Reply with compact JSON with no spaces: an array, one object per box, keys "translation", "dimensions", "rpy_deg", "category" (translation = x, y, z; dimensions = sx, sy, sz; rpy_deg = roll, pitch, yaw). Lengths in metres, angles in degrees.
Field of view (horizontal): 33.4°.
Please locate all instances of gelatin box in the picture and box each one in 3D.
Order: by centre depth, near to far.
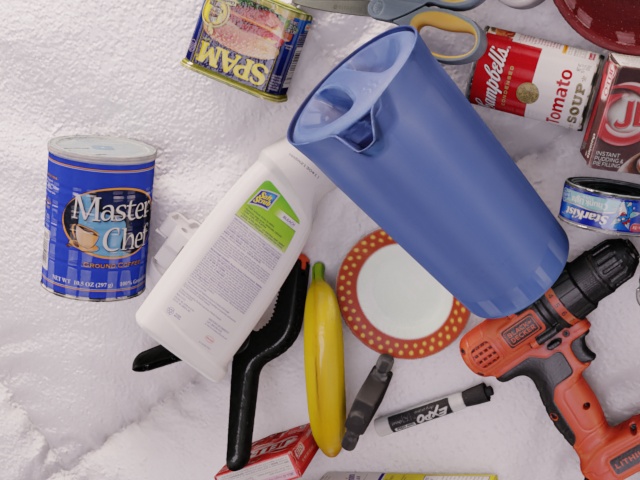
[{"translation":[-0.050,0.216,1.051],"dimensions":[0.089,0.073,0.030],"rpy_deg":[-22,96,20],"category":"gelatin box"}]

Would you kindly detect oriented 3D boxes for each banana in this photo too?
[{"translation":[0.007,0.124,1.015],"dimensions":[0.037,0.069,0.198],"rpy_deg":[1,102,12],"category":"banana"}]

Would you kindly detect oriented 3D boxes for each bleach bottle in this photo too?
[{"translation":[-0.056,0.001,0.980],"dimensions":[0.102,0.068,0.251],"rpy_deg":[39,88,-15],"category":"bleach bottle"}]

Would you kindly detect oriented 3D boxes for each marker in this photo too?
[{"translation":[0.108,0.161,1.018],"dimensions":[0.121,0.020,0.020],"rpy_deg":[-22,96,20],"category":"marker"}]

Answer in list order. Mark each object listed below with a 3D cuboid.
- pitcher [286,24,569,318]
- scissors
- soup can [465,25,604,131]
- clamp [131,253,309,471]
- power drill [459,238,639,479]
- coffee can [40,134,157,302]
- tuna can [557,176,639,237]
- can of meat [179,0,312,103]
[{"translation":[0.097,-0.054,0.892],"dimensions":[0.242,0.149,0.145],"rpy_deg":[46,156,-23],"category":"pitcher"},{"translation":[0.066,-0.214,0.917],"dimensions":[0.202,0.016,0.096],"rpy_deg":[33,101,32],"category":"scissors"},{"translation":[0.180,-0.136,0.901],"dimensions":[0.102,0.068,0.068],"rpy_deg":[17,107,12],"category":"soup can"},{"translation":[-0.087,0.093,1.037],"dimensions":[0.165,0.036,0.210],"rpy_deg":[32,95,27],"category":"clamp"},{"translation":[0.244,0.112,0.947],"dimensions":[0.185,0.057,0.187],"rpy_deg":[-38,87,25],"category":"power drill"},{"translation":[-0.214,-0.023,1.029],"dimensions":[0.103,0.102,0.140],"rpy_deg":[11,106,14],"category":"coffee can"},{"translation":[0.245,-0.029,0.897],"dimensions":[0.086,0.086,0.034],"rpy_deg":[10,104,14],"category":"tuna can"},{"translation":[-0.066,-0.183,0.972],"dimensions":[0.102,0.057,0.084],"rpy_deg":[23,105,10],"category":"can of meat"}]
